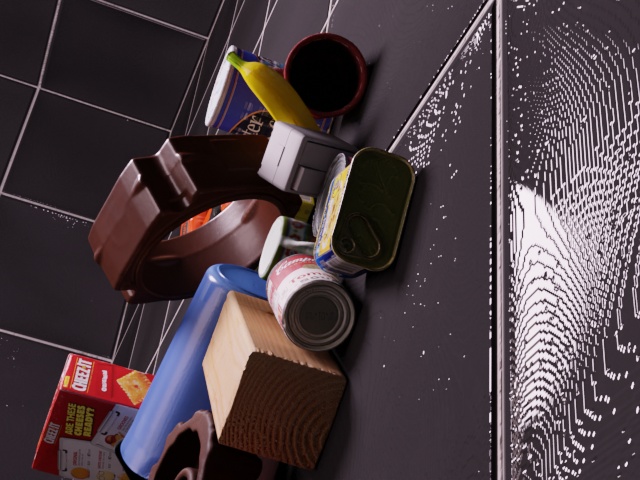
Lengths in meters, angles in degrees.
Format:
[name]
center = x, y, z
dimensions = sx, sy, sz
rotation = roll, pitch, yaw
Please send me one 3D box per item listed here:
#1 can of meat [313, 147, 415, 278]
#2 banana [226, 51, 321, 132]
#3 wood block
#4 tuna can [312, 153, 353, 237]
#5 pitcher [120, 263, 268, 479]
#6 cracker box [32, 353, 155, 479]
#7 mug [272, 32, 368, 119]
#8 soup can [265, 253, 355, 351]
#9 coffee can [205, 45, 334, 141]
[can of meat]
center = 0.035, -0.020, 0.922
dimensions = 0.084, 0.057, 0.102
rotation = 146, 140, -73
[banana]
center = -0.029, -0.128, 1.155
dimensions = 0.037, 0.197, 0.070
rotation = -39, 38, -4
[wood block]
center = -0.049, 0.124, 1.002
dimensions = 0.206, 0.090, 0.090
rotation = -129, 59, -75
[tuna can]
center = 0.023, -0.040, 1.044
dimensions = 0.086, 0.033, 0.086
rotation = -163, 90, -77
[pitcher]
center = -0.118, 0.151, 1.193
dimensions = 0.149, 0.144, 0.243
rotation = 37, 107, 45
[cracker box]
center = -0.240, 0.243, 1.360
dimensions = 0.072, 0.213, 0.164
rotation = -89, 21, -51
[mug]
center = -0.011, -0.180, 1.199
dimensions = 0.081, 0.117, 0.093
rotation = -175, 85, -82
[soup can]
center = -0.010, 0.056, 0.979
dimensions = 0.102, 0.068, 0.068
rotation = -130, 59, -74
[coffee can]
center = -0.059, -0.168, 1.312
dimensions = 0.103, 0.140, 0.103
rotation = -163, 90, -77
